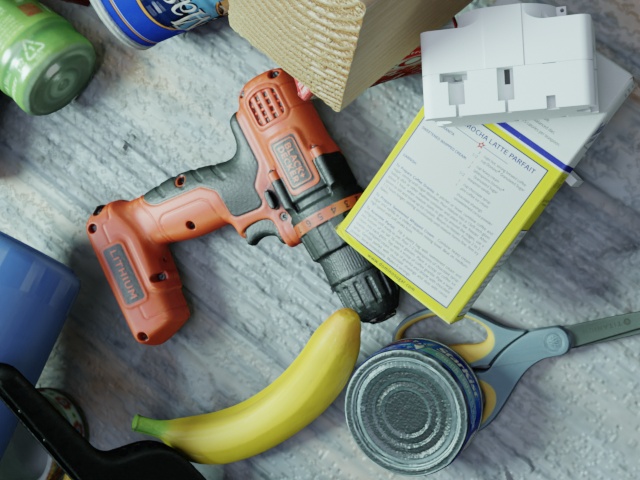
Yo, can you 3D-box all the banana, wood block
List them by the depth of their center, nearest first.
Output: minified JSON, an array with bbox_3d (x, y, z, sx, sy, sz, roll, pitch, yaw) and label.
[{"bbox_3d":[0.052,-0.180,0.606,0.090,0.091,0.205,40,63,15],"label":"wood block"},{"bbox_3d":[-0.038,0.110,0.725,0.198,0.069,0.037,-31,41,25],"label":"banana"}]

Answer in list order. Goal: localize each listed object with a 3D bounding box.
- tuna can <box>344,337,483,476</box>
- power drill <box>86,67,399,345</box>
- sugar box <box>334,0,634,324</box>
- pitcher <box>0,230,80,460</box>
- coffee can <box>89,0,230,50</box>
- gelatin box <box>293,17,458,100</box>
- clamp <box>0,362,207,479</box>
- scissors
[{"bbox_3d":[0.060,0.108,0.690,0.086,0.033,0.086,3,98,23],"label":"tuna can"},{"bbox_3d":[-0.055,0.001,0.733,0.188,0.057,0.184,-28,83,17],"label":"power drill"},{"bbox_3d":[0.096,-0.048,0.635,0.093,0.048,0.176,39,100,14],"label":"sugar box"},{"bbox_3d":[-0.273,0.105,0.725,0.149,0.145,0.243,29,80,-16],"label":"pitcher"},{"bbox_3d":[-0.078,-0.198,0.707,0.140,0.102,0.103,-17,86,20],"label":"coffee can"},{"bbox_3d":[0.033,-0.118,0.667,0.089,0.073,0.030,-16,86,-16],"label":"gelatin box"},{"bbox_3d":[-0.148,0.166,0.707,0.036,0.209,0.164,4,87,55],"label":"clamp"},{"bbox_3d":[0.143,0.083,0.684,0.202,0.016,0.096,2,95,21],"label":"scissors"}]
